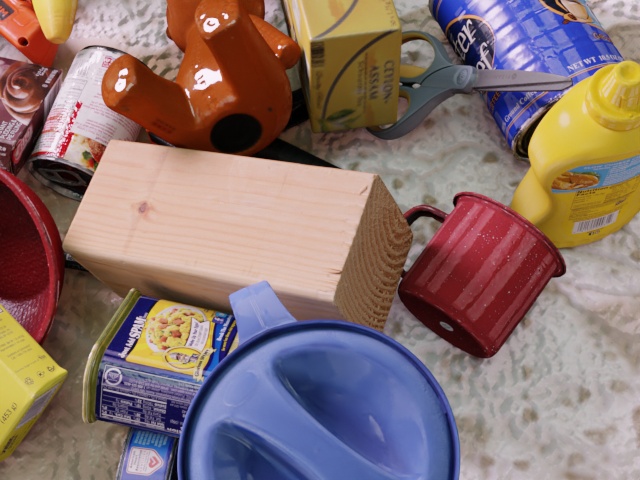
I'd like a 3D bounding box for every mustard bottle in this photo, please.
[{"bbox_3d":[0.184,-0.059,0.706,0.096,0.191,0.058,-14,67,-3],"label":"mustard bottle"}]

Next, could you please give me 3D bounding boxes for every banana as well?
[{"bbox_3d":[-0.232,-0.236,0.819,0.070,0.037,0.198,-48,68,19],"label":"banana"}]

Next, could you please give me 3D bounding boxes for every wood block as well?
[{"bbox_3d":[-0.055,0.000,0.720,0.206,0.090,0.090,10,68,27],"label":"wood block"}]

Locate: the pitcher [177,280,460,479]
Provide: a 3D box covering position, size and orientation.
[{"bbox_3d":[0.001,0.135,0.607,0.145,0.243,0.149,18,69,11],"label":"pitcher"}]

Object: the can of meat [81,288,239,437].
[{"bbox_3d":[-0.095,0.081,0.685,0.084,0.057,0.102,11,27,5],"label":"can of meat"}]

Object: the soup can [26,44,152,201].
[{"bbox_3d":[-0.171,-0.087,0.807,0.068,0.068,0.102,14,68,9],"label":"soup can"}]

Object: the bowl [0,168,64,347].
[{"bbox_3d":[-0.237,0.010,0.752,0.162,0.055,0.162,7,108,21],"label":"bowl"}]

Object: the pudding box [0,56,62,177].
[{"bbox_3d":[-0.254,-0.097,0.802,0.090,0.039,0.113,13,36,-1],"label":"pudding box"}]

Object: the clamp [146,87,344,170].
[{"bbox_3d":[-0.046,-0.073,0.805,0.171,0.039,0.120,-9,47,3],"label":"clamp"}]

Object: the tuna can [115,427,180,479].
[{"bbox_3d":[-0.107,0.157,0.690,0.034,0.086,0.086,7,68,4],"label":"tuna can"}]

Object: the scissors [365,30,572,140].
[{"bbox_3d":[0.092,-0.099,0.762,0.096,0.016,0.202,-61,36,8],"label":"scissors"}]

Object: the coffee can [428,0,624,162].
[{"bbox_3d":[0.156,-0.144,0.792,0.102,0.103,0.140,-23,68,-6],"label":"coffee can"}]

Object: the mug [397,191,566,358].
[{"bbox_3d":[0.097,0.020,0.735,0.117,0.093,0.081,34,78,19],"label":"mug"}]

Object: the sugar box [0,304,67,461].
[{"bbox_3d":[-0.260,0.064,0.720,0.176,0.048,0.093,42,117,6],"label":"sugar box"}]
